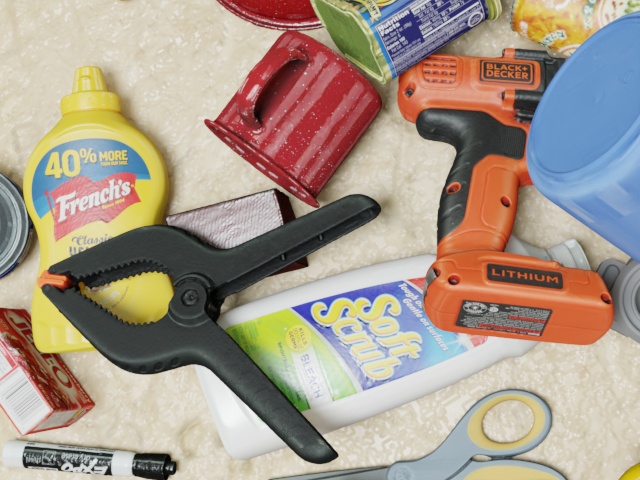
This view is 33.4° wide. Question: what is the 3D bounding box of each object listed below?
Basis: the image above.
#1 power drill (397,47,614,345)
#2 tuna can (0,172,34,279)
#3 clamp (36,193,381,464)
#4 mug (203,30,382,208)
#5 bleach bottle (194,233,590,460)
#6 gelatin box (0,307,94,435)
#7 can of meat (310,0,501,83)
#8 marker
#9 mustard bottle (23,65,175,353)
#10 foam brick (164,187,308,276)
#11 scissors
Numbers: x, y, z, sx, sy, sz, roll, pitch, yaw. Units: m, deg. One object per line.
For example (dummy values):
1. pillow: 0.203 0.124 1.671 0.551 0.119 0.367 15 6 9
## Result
1. power drill: 0.134 -0.032 0.643 0.184 0.057 0.187 4 58 4
2. tuna can: -0.242 -0.011 0.734 0.086 0.034 0.086 0 89 -11
3. clamp: -0.071 0.049 0.647 0.210 0.036 0.164 1 70 9
4. mug: -0.018 -0.084 0.677 0.093 0.117 0.081 35 87 26
5. bleach bottle: 0.046 0.052 0.680 0.251 0.068 0.102 -22 78 4
6. gelatin box: -0.198 0.085 0.712 0.030 0.073 0.089 -39 80 3
7. can of meat: 0.050 -0.149 0.670 0.084 0.102 0.057 -33 121 -5
8. marker: -0.157 0.150 0.727 0.121 0.020 0.020 3 86 10
9. mustard bottle: -0.149 -0.023 0.720 0.096 0.058 0.191 -6 84 1
10. foam brick: -0.055 0.001 0.705 0.078 0.053 0.051 -14 83 8
11. scissors: 0.064 0.135 0.693 0.202 0.016 0.096 9 85 10
